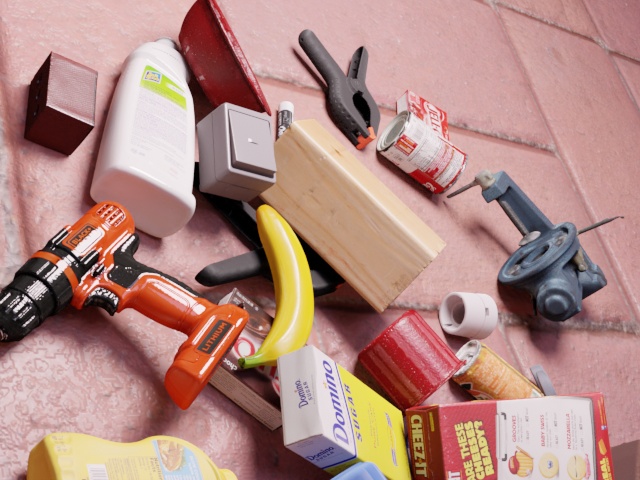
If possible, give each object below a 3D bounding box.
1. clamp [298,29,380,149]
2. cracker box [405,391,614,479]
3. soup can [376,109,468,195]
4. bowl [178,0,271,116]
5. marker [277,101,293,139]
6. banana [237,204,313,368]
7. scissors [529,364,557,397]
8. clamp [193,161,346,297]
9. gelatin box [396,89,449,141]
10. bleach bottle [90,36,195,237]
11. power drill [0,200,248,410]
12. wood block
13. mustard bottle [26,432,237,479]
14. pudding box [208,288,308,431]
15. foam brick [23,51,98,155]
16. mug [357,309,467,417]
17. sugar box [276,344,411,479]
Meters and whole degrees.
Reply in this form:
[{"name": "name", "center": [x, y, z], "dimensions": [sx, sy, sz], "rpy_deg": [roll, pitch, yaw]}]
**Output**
[{"name": "clamp", "center": [0.042, -0.199, 1.400], "dimensions": [0.120, 0.039, 0.171], "rpy_deg": [-8, 70, -42]}, {"name": "cracker box", "center": [0.197, 0.242, 1.078], "dimensions": [0.213, 0.072, 0.164], "rpy_deg": [0, 78, -28]}, {"name": "soup can", "center": [0.133, -0.115, 1.391], "dimensions": [0.102, 0.069, 0.068], "rpy_deg": [35, 40, -17]}, {"name": "bowl", "center": [-0.114, -0.200, 1.198], "dimensions": [0.162, 0.055, 0.162], "rpy_deg": [63, 3, -6]}, {"name": "marker", "center": [-0.042, -0.117, 1.262], "dimensions": [0.020, 0.020, 0.121], "rpy_deg": [26, 43, -27]}, {"name": "banana", "center": [-0.037, 0.049, 1.044], "dimensions": [0.069, 0.037, 0.197], "rpy_deg": [30, 42, -28]}, {"name": "scissors", "center": [0.293, 0.235, 1.259], "dimensions": [0.096, 0.016, 0.202], "rpy_deg": [56, 11, -65]}, {"name": "clamp", "center": [-0.057, 0.001, 1.131], "dimensions": [0.209, 0.036, 0.164], "rpy_deg": [18, 41, -38]}, {"name": "gelatin box", "center": [0.141, -0.156, 1.466], "dimensions": [0.073, 0.030, 0.089], "rpy_deg": [27, 43, -26]}, {"name": "bleach bottle", "center": [-0.170, -0.124, 1.110], "dimensions": [0.102, 0.068, 0.250], "rpy_deg": [31, 39, -26]}, {"name": "power drill", "center": [-0.170, 0.063, 0.925], "dimensions": [0.187, 0.057, 0.184], "rpy_deg": [35, 45, 3]}, {"name": "wood block", "center": [0.028, -0.030, 1.160], "dimensions": [0.206, 0.090, 0.090], "rpy_deg": [44, 16, 5]}, {"name": "mustard bottle", "center": [-0.137, 0.206, 0.862], "dimensions": [0.191, 0.058, 0.096], "rpy_deg": [9, 51, -39]}, {"name": "pudding box", "center": [-0.063, 0.115, 1.027], "dimensions": [0.113, 0.039, 0.090], "rpy_deg": [38, 40, -13]}, {"name": "foam brick", "center": [-0.253, -0.133, 1.042], "dimensions": [0.051, 0.053, 0.078], "rpy_deg": [21, 44, -31]}, {"name": "mug", "center": [0.096, 0.128, 1.142], "dimensions": [0.081, 0.093, 0.117], "rpy_deg": [49, 6, 8]}, {"name": "sugar box", "center": [0.026, 0.176, 1.008], "dimensions": [0.176, 0.048, 0.093], "rpy_deg": [44, 30, -48]}]
